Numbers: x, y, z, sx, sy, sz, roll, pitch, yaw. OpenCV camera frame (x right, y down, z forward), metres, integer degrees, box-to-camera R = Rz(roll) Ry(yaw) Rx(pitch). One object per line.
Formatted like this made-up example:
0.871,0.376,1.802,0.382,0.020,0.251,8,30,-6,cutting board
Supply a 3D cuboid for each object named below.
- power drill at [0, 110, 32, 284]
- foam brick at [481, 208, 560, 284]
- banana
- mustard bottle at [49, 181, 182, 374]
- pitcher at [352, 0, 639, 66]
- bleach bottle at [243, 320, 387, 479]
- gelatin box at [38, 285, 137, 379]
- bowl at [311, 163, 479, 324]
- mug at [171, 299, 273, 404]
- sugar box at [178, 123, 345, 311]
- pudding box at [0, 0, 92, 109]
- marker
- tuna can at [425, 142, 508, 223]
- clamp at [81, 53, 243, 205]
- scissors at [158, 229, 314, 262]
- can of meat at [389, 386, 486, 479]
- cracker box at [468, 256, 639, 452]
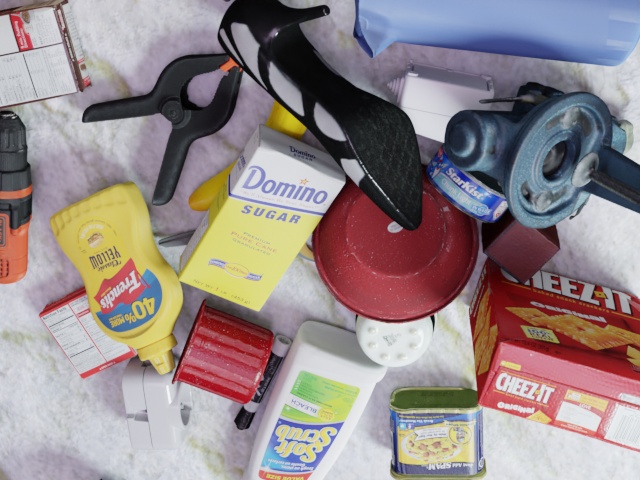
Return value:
-0.385,-0.052,1.081,0.187,0.057,0.184,9,112,4,power drill
0.189,-0.005,1.015,0.051,0.078,0.053,38,113,-8,foam brick
-0.058,-0.096,1.036,0.070,0.037,0.198,40,110,22,banana
-0.192,0.044,1.071,0.096,0.058,0.191,-23,93,16,mustard bottle
0.152,-0.231,0.914,0.243,0.145,0.149,9,124,0,pitcher
-0.016,0.212,1.135,0.102,0.068,0.251,19,115,0,bleach bottle
-0.243,0.094,1.135,0.073,0.030,0.089,-25,106,17,gelatin box
0.070,-0.005,1.002,0.162,0.055,0.162,-1,79,4,bowl
-0.102,0.125,1.103,0.081,0.093,0.117,21,137,-6,mug
-0.059,-0.018,1.027,0.093,0.048,0.176,22,124,-19,sugar box
-0.289,-0.178,1.031,0.113,0.039,0.090,-8,110,12,pudding box
-0.063,0.154,1.141,0.020,0.020,0.121,25,112,-3,marker
0.141,-0.055,0.997,0.086,0.086,0.034,33,113,-6,tuna can
-0.148,-0.129,1.032,0.120,0.039,0.172,40,106,-10,clamp
-0.057,0.001,1.082,0.202,0.016,0.096,-24,106,16,scissors
0.122,0.202,1.116,0.102,0.057,0.084,-2,109,7,can of meat
0.225,0.097,0.976,0.164,0.213,0.072,16,111,0,cracker box
